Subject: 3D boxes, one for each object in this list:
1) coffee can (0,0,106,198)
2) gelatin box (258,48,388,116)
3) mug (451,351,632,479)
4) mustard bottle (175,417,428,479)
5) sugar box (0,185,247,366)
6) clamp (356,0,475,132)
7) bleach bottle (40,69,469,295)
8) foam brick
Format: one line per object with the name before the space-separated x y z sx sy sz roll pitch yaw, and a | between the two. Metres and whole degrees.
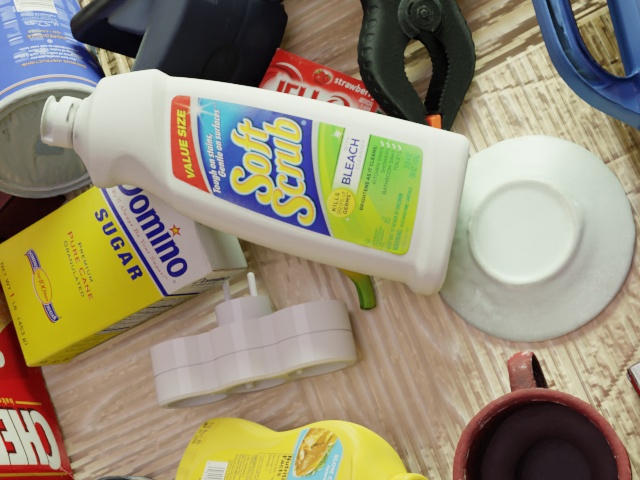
coffee can | -0.204 -0.115 0.750 0.103 0.102 0.140 -34 55 12
gelatin box | -0.006 -0.080 0.718 0.089 0.030 0.073 26 90 24
mug | 0.126 0.120 0.596 0.093 0.081 0.117 -18 73 18
mustard bottle | -0.004 0.153 0.621 0.192 0.058 0.096 -8 61 41
sugar box | -0.141 0.012 0.723 0.176 0.048 0.093 -28 77 30
clamp | 0.066 -0.149 0.678 0.120 0.039 0.171 -18 102 -12
bleach bottle | -0.043 -0.040 0.642 0.251 0.068 0.102 11 88 0
foam brick | -0.241 -0.043 0.794 0.053 0.051 0.078 -47 66 8
